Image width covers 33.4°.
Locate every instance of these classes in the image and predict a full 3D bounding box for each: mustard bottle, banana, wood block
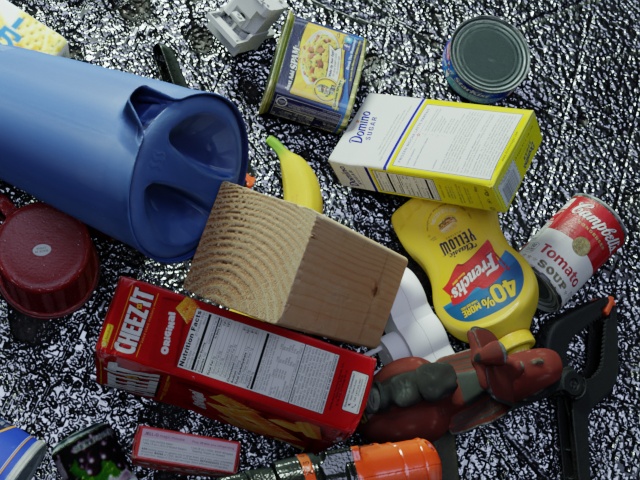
[{"bbox_3d":[0.145,0.037,0.983,0.096,0.058,0.192,-28,67,7],"label":"mustard bottle"},{"bbox_3d":[-0.038,0.001,0.999,0.069,0.037,0.197,11,72,4],"label":"banana"},{"bbox_3d":[-0.013,0.027,0.883,0.090,0.205,0.091,19,87,26],"label":"wood block"}]

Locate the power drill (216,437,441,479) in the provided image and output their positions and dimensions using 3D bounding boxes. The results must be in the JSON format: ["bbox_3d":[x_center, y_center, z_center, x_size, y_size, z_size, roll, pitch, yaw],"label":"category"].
[{"bbox_3d":[-0.011,0.204,0.865,0.184,0.188,0.057,-6,77,-14],"label":"power drill"}]

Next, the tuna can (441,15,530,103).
[{"bbox_3d":[0.168,-0.183,1.088,0.086,0.034,0.086,3,74,-10],"label":"tuna can"}]

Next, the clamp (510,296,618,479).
[{"bbox_3d":[0.217,0.134,0.994,0.164,0.036,0.210,32,69,-18],"label":"clamp"}]

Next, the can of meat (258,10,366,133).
[{"bbox_3d":[-0.006,-0.162,1.039,0.084,0.057,0.102,16,72,-7],"label":"can of meat"}]

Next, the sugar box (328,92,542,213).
[{"bbox_3d":[0.105,-0.084,0.991,0.177,0.048,0.093,11,58,36],"label":"sugar box"}]

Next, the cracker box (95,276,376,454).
[{"bbox_3d":[-0.078,0.111,0.891,0.213,0.164,0.072,18,71,-6],"label":"cracker box"}]

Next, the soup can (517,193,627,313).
[{"bbox_3d":[0.236,0.012,1.028,0.102,0.068,0.068,-42,85,-17],"label":"soup can"}]

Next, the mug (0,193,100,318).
[{"bbox_3d":[-0.248,0.006,0.934,0.093,0.081,0.117,-36,83,-18],"label":"mug"}]

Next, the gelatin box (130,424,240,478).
[{"bbox_3d":[-0.117,0.183,0.912,0.089,0.073,0.030,10,72,-7],"label":"gelatin box"}]

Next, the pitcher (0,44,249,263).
[{"bbox_3d":[-0.184,-0.073,0.862,0.243,0.144,0.149,21,106,32],"label":"pitcher"}]
